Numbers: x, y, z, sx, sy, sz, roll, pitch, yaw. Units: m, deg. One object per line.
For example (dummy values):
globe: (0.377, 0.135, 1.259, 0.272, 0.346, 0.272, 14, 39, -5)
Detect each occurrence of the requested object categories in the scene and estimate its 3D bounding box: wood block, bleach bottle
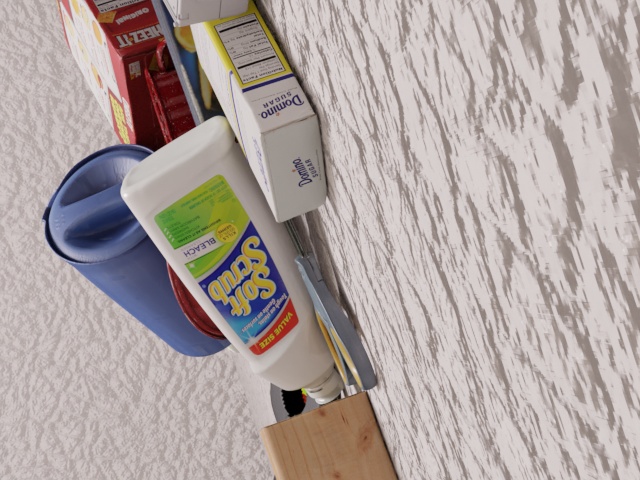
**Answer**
wood block: (0.026, 0.238, 0.871, 0.091, 0.090, 0.206, 108, 142, -77)
bleach bottle: (-0.050, 0.029, 0.859, 0.250, 0.103, 0.068, 56, -168, -22)

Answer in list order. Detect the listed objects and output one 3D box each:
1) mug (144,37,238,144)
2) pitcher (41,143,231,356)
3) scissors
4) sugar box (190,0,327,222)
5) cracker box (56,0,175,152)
mug: (-0.107, -0.131, 0.949, 0.093, 0.081, 0.117, -128, 21, -65)
pitcher: (-0.152, 0.023, 1.076, 0.149, 0.145, 0.242, 48, 175, 37)
scissors: (-0.001, 0.032, 0.799, 0.096, 0.016, 0.201, 43, 157, 63)
sugar box: (-0.047, -0.107, 0.756, 0.093, 0.048, 0.176, 82, 163, -52)
cracker box: (-0.200, -0.199, 1.068, 0.214, 0.072, 0.164, 56, 159, 31)
